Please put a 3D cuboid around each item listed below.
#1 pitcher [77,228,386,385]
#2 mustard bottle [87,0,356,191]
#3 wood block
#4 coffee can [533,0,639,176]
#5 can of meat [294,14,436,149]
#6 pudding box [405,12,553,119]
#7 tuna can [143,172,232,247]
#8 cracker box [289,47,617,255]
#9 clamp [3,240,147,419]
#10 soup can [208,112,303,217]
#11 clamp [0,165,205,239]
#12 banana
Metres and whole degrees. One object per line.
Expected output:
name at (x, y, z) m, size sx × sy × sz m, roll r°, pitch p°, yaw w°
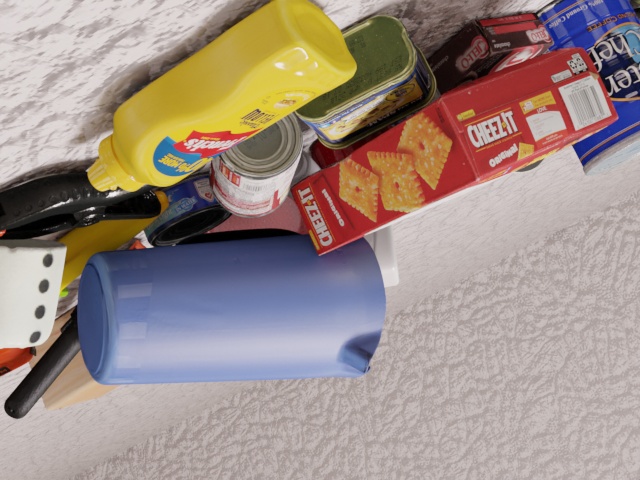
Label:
pitcher at (-0.080, 0.054, 0.913) m, size 0.242 × 0.145 × 0.149 m, roll -1°, pitch 173°, yaw -26°
mustard bottle at (-0.076, -0.085, 0.694) m, size 0.192 × 0.058 × 0.096 m, roll -29°, pitch 169°, yaw 21°
wood block at (-0.233, 0.110, 1.219) m, size 0.206 × 0.090 × 0.090 m, roll -31°, pitch 167°, yaw 31°
coffee can at (0.249, -0.142, 0.939) m, size 0.102 × 0.140 × 0.103 m, roll -24°, pitch 170°, yaw -5°
can of meat at (0.029, -0.116, 0.787) m, size 0.102 × 0.057 × 0.084 m, roll -27°, pitch 168°, yaw 10°
pudding box at (0.130, -0.148, 0.915) m, size 0.089 × 0.039 × 0.114 m, roll -16°, pitch 167°, yaw -42°
tuna can at (-0.120, -0.027, 0.952) m, size 0.086 × 0.034 × 0.086 m, roll -24°, pitch 170°, yaw -5°
cracker box at (0.098, -0.070, 0.846) m, size 0.163 × 0.072 × 0.214 m, roll -24°, pitch 180°, yaw -34°
clamp at (-0.235, 0.083, 1.067) m, size 0.210 × 0.036 × 0.164 m, roll -44°, pitch -168°, yaw 32°
soup can at (-0.052, -0.064, 0.829) m, size 0.068 × 0.068 × 0.102 m, roll -23°, pitch 169°, yaw -12°
clamp at (-0.167, -0.035, 0.785) m, size 0.171 × 0.039 × 0.120 m, roll -16°, pitch 163°, yaw -41°
banana at (-0.209, 0.010, 0.931) m, size 0.198 × 0.037 × 0.069 m, roll -33°, pitch -179°, yaw 41°
